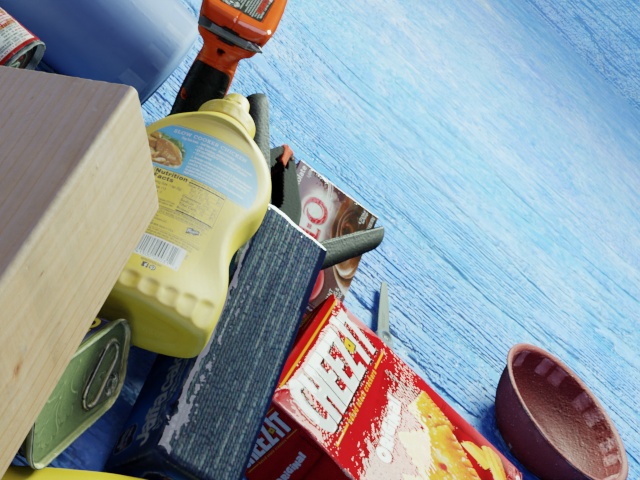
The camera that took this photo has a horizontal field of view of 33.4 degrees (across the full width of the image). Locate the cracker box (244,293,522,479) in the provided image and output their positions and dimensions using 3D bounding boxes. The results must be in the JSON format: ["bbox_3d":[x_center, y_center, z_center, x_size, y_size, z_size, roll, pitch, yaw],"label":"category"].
[{"bbox_3d":[0.045,0.159,0.773,0.213,0.072,0.164,44,27,-3],"label":"cracker box"}]

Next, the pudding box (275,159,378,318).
[{"bbox_3d":[-0.011,0.003,0.902,0.090,0.039,0.113,36,57,-20],"label":"pudding box"}]

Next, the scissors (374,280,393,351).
[{"bbox_3d":[0.041,0.086,0.937,0.096,0.016,0.202,29,30,-30],"label":"scissors"}]

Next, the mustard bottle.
[{"bbox_3d":[-0.084,-0.025,0.666,0.096,0.058,0.191,22,52,-1],"label":"mustard bottle"}]

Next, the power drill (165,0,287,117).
[{"bbox_3d":[-0.089,-0.121,0.852,0.057,0.188,0.184,24,32,-8],"label":"power drill"}]

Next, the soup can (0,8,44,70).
[{"bbox_3d":[-0.261,-0.153,0.776,0.102,0.069,0.068,43,26,-5],"label":"soup can"}]

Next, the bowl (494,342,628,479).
[{"bbox_3d":[0.219,0.178,1.021,0.162,0.055,0.162,35,28,-22],"label":"bowl"}]

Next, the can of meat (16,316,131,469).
[{"bbox_3d":[-0.164,0.069,0.577,0.084,0.057,0.102,16,22,13],"label":"can of meat"}]

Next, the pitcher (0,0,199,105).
[{"bbox_3d":[-0.222,-0.218,0.879,0.242,0.145,0.149,41,38,-17],"label":"pitcher"}]

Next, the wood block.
[{"bbox_3d":[-0.162,0.016,0.509,0.091,0.090,0.206,11,47,12],"label":"wood block"}]
